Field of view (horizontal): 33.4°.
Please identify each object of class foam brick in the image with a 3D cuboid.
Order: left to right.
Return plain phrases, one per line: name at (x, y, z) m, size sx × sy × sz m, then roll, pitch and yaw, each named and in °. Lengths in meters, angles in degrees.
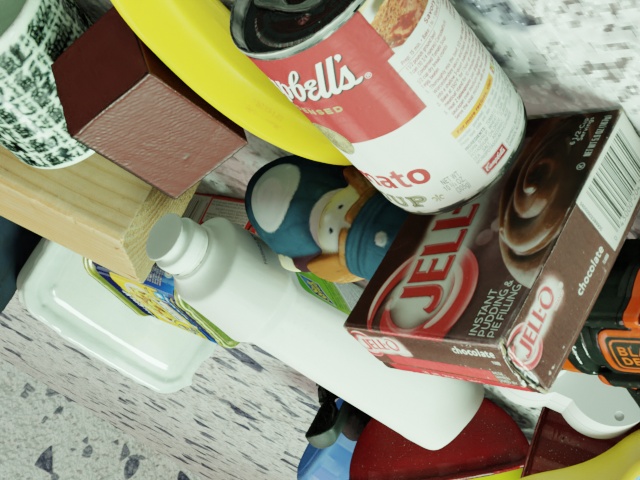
foam brick at (-0.082, -0.066, 0.514) m, size 0.078 × 0.051 × 0.053 m, roll 34°, pitch -153°, yaw -50°

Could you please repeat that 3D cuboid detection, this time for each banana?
banana at (-0.041, -0.090, 0.473) m, size 0.197 × 0.037 × 0.070 m, roll 37°, pitch 145°, yaw -28°

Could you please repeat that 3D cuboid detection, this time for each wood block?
wood block at (-0.183, -0.066, 0.649) m, size 0.206 × 0.090 × 0.091 m, roll 26°, pitch 163°, yaw 6°

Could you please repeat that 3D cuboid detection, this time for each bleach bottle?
bleach bottle at (-0.006, 0.047, 0.650) m, size 0.250 × 0.068 × 0.103 m, roll 33°, pitch -171°, yaw -39°

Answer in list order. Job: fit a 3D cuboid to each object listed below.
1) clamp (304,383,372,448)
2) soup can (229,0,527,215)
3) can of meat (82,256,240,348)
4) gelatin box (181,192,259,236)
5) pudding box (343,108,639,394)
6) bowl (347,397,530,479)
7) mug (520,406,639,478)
clamp at (0.012, 0.115, 0.897) m, size 0.039 × 0.120 × 0.171 m, roll -13°, pitch 165°, yaw 14°
soup can at (0.024, -0.064, 0.394) m, size 0.069 × 0.068 × 0.102 m, roll 8°, pitch 154°, yaw 46°
can of meat at (-0.097, 0.025, 0.726) m, size 0.084 × 0.057 × 0.102 m, roll 19°, pitch 161°, yaw 31°
gelatin box at (-0.055, 0.001, 0.740) m, size 0.089 × 0.030 × 0.073 m, roll 10°, pitch 155°, yaw 44°
pudding box at (0.072, 0.003, 0.429) m, size 0.039 × 0.113 × 0.090 m, roll 46°, pitch 155°, yaw -29°
bowl at (0.092, 0.158, 0.850) m, size 0.162 × 0.055 × 0.162 m, roll -9°, pitch 172°, yaw -1°
mug at (0.180, 0.153, 0.709) m, size 0.081 × 0.093 × 0.117 m, roll 17°, pitch 132°, yaw 17°
